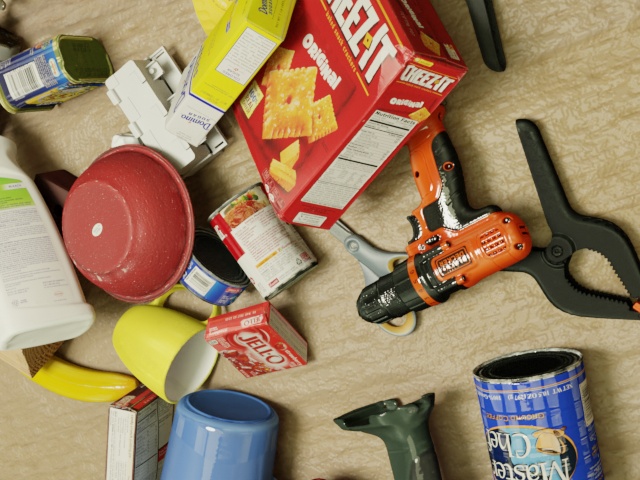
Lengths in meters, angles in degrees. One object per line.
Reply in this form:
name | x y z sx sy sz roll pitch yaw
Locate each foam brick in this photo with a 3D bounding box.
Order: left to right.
foam brick | -0.271 -0.036 1.157 0.078 0.051 0.053 28 108 14

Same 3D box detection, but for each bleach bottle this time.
bleach bottle | -0.317 -0.017 1.101 0.068 0.102 0.251 -44 62 52

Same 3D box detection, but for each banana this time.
banana | -0.297 0.138 1.207 0.198 0.037 0.070 31 109 13

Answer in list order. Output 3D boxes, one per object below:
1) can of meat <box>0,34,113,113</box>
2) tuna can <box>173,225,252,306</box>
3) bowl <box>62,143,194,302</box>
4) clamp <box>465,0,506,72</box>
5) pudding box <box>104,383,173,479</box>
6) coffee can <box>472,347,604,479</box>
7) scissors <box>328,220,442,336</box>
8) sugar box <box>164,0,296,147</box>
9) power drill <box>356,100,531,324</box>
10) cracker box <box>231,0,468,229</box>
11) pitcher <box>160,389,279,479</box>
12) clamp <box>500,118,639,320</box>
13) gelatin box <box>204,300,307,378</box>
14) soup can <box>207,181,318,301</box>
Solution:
can of meat | -0.276 -0.174 1.108 0.084 0.102 0.057 -18 93 20
tuna can | -0.112 0.026 1.090 0.086 0.086 0.034 44 113 8
bowl | -0.204 -0.015 1.060 0.162 0.055 0.162 3 96 31
clamp | 0.155 -0.252 0.964 0.120 0.039 0.171 -38 85 21
pudding box | -0.196 0.218 1.155 0.039 0.090 0.113 8 103 18
coffee can | 0.204 0.181 0.991 0.103 0.102 0.140 -9 96 22
scissors | 0.035 0.025 1.073 0.202 0.016 0.096 26 109 16
sugar box | -0.086 -0.174 1.004 0.048 0.093 0.177 29 138 -20
power drill | 0.085 -0.031 1.004 0.185 0.057 0.188 -28 79 26
cracker box | 0.014 -0.140 0.960 0.214 0.071 0.164 -49 49 35
pitcher | -0.104 0.288 1.122 0.145 0.148 0.243 19 104 38
clamp | 0.222 -0.003 0.986 0.210 0.036 0.165 30 109 17
gelatin box | -0.064 0.103 1.089 0.073 0.089 0.030 -16 50 22
soup can | -0.057 0.001 1.075 0.069 0.068 0.102 -37 86 22
